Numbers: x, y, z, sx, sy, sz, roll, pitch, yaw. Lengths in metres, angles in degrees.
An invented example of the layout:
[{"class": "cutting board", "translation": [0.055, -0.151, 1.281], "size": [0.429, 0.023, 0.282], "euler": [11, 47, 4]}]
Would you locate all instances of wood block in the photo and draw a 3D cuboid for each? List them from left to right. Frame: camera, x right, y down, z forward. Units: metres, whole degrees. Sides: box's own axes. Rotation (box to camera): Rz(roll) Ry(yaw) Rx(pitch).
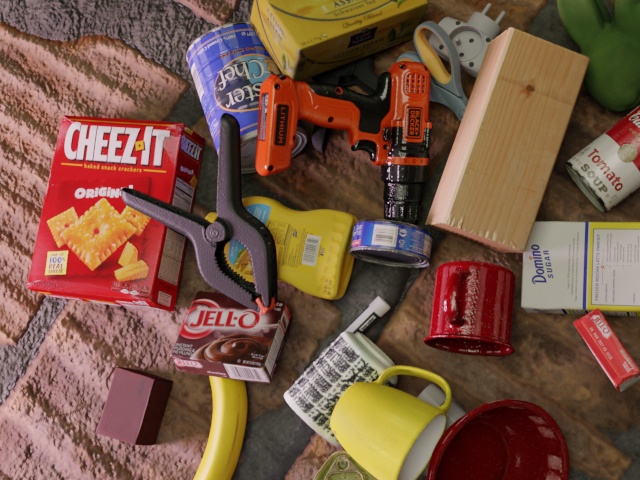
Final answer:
[{"class": "wood block", "translation": [0.190, -0.098, 1.092], "size": [0.090, 0.090, 0.206], "euler": [20, 87, -5]}]

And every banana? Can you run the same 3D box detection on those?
[{"class": "banana", "translation": [-0.114, 0.214, 1.174], "size": [0.070, 0.037, 0.198], "euler": [-6, 73, 42]}]

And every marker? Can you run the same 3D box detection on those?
[{"class": "marker", "translation": [0.027, 0.108, 1.159], "size": [0.121, 0.020, 0.020], "euler": [-44, 70, 4]}]

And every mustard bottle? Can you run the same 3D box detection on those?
[{"class": "mustard bottle", "translation": [-0.058, 0.002, 1.187], "size": [0.192, 0.058, 0.096], "euler": [11, 90, 19]}]

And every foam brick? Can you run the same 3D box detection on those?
[{"class": "foam brick", "translation": [-0.208, 0.187, 1.198], "size": [0.053, 0.051, 0.078], "euler": [15, 83, 19]}]

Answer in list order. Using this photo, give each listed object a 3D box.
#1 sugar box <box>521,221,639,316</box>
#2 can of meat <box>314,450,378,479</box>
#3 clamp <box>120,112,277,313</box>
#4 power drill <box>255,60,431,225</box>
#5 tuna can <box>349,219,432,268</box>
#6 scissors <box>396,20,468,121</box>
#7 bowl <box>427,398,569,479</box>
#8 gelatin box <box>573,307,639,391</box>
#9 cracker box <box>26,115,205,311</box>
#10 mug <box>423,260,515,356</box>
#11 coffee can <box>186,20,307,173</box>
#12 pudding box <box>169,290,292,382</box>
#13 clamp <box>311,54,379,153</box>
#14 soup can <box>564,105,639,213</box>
[{"class": "sugar box", "translation": [0.295, 0.029, 1.079], "size": [0.176, 0.048, 0.093], "euler": [1, 78, 21]}, {"class": "can of meat", "translation": [0.052, 0.261, 1.083], "size": [0.102, 0.084, 0.057], "euler": [38, 91, 21]}, {"class": "clamp", "translation": [-0.117, -0.011, 1.155], "size": [0.165, 0.036, 0.210], "euler": [-25, 90, 24]}, {"class": "power drill", "translation": [0.027, -0.102, 1.134], "size": [0.187, 0.057, 0.184], "euler": [2, 94, -17]}, {"class": "tuna can", "translation": [0.075, 0.004, 1.131], "size": [0.086, 0.086, 0.034], "euler": [6, 79, 18]}, {"class": "scissors", "translation": [0.143, -0.141, 1.171], "size": [0.096, 0.016, 0.202], "euler": [-18, 98, 52]}, {"class": "bowl", "translation": [0.162, 0.227, 1.045], "size": [0.055, 0.162, 0.162], "euler": [16, 81, 64]}, {"class": "gelatin box", "translation": [0.282, 0.107, 1.041], "size": [0.030, 0.089, 0.073], "euler": [-33, 71, 8]}, {"class": "cracker box", "translation": [-0.238, -0.033, 1.245], "size": [0.164, 0.072, 0.213], "euler": [6, 79, 18]}, {"class": "mug", "translation": [0.150, 0.066, 1.081], "size": [0.093, 0.117, 0.081], "euler": [-1, 73, 29]}, {"class": "coffee can", "translation": [-0.084, -0.161, 1.207], "size": [0.103, 0.102, 0.140], "euler": [-23, 72, 11]}, {"class": "pudding box", "translation": [-0.097, 0.105, 1.171], "size": [0.114, 0.039, 0.090], "euler": [7, 54, 17]}, {"class": "clamp", "translation": [0.038, -0.187, 1.210], "size": [0.120, 0.039, 0.171], "euler": [-9, 74, -2]}, {"class": "soup can", "translation": [0.309, -0.084, 1.086], "size": [0.102, 0.068, 0.068], "euler": [-38, 70, 7]}]
